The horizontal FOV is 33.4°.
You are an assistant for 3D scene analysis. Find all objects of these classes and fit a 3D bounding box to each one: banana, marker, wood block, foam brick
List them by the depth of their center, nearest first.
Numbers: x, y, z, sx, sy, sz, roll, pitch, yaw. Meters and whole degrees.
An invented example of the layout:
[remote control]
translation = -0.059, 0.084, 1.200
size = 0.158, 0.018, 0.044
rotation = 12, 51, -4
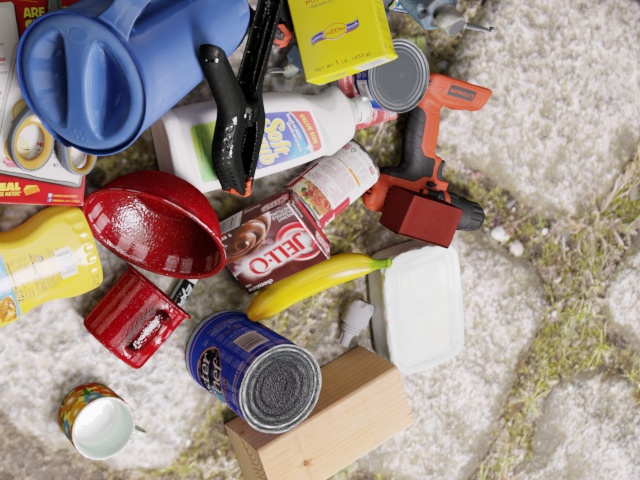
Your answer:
[marker]
translation = -0.159, 0.062, 1.212
size = 0.020, 0.020, 0.121
rotation = 34, 84, -33
[banana]
translation = -0.013, 0.050, 1.270
size = 0.197, 0.070, 0.037
rotation = -22, 95, -26
[foam brick]
translation = 0.120, -0.029, 1.280
size = 0.078, 0.053, 0.051
rotation = 15, 101, -30
[wood block]
translation = 0.001, 0.225, 1.311
size = 0.205, 0.090, 0.091
rotation = -28, 116, -23

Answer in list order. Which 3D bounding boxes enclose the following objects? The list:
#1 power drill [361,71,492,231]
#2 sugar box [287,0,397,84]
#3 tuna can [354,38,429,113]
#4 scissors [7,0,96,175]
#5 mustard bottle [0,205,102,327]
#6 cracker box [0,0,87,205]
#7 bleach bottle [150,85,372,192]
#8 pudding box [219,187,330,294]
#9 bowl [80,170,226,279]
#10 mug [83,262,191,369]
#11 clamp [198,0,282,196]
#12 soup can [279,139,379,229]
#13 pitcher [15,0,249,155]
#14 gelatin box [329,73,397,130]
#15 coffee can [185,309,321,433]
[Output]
[power drill]
translation = 0.152, -0.108, 1.335
size = 0.184, 0.057, 0.188
rotation = 12, 96, -33
[sugar box]
translation = 0.012, -0.259, 1.099
size = 0.048, 0.093, 0.176
rotation = -12, 87, -68
[tuna can]
translation = 0.083, -0.193, 1.248
size = 0.086, 0.034, 0.086
rotation = -6, 102, -29
[scissors]
translation = -0.266, -0.152, 1.008
size = 0.096, 0.016, 0.202
rotation = -24, 113, -28
[mustard bottle]
translation = -0.323, 0.037, 1.082
size = 0.191, 0.058, 0.096
rotation = -25, 122, -24
[cracker box]
translation = -0.309, -0.144, 1.037
size = 0.163, 0.072, 0.214
rotation = 0, 101, -33
[bleach bottle]
translation = -0.058, -0.126, 1.187
size = 0.250, 0.068, 0.102
rotation = -18, 114, -22
[pudding box]
translation = -0.058, 0.001, 1.213
size = 0.114, 0.039, 0.090
rotation = -24, 121, 21
[bowl]
translation = -0.167, -0.025, 1.123
size = 0.162, 0.162, 0.055
rotation = 41, 53, -32
[mug]
translation = -0.195, 0.088, 1.143
size = 0.081, 0.117, 0.093
rotation = -49, 126, -6
[clamp]
translation = -0.084, -0.133, 1.068
size = 0.164, 0.036, 0.210
rotation = -50, 152, -58
[soup can]
translation = 0.011, -0.066, 1.255
size = 0.102, 0.069, 0.068
rotation = -41, 120, -17
[pitcher]
translation = -0.158, -0.193, 1.007
size = 0.242, 0.149, 0.145
rotation = -51, 134, -52
[gelatin box]
translation = 0.050, -0.179, 1.271
size = 0.073, 0.030, 0.089
rotation = -19, 111, -26
[coffee can]
translation = -0.078, 0.146, 1.211
size = 0.102, 0.140, 0.103
rotation = -8, 107, -30
